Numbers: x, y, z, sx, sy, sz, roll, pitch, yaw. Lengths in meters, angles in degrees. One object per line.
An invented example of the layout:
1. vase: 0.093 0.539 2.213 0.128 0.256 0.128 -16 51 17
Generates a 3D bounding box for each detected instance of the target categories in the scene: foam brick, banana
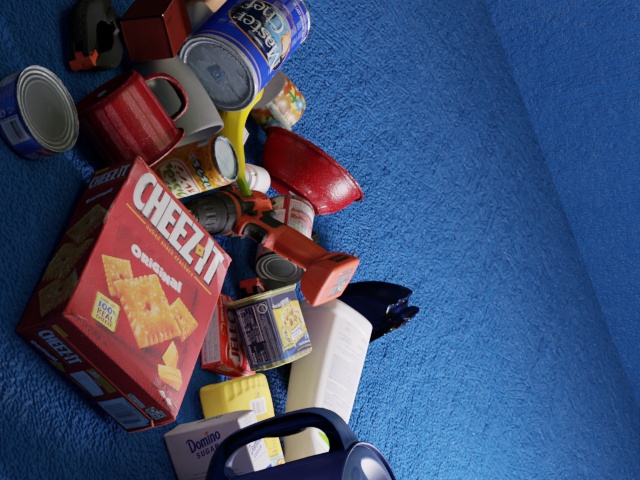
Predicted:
1. foam brick: -0.181 -0.238 1.181 0.078 0.051 0.053 -73 156 -55
2. banana: -0.101 -0.142 1.294 0.069 0.037 0.197 61 26 -45

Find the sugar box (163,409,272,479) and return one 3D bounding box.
1. sugar box: -0.087 0.266 1.090 0.048 0.093 0.176 -19 92 -67

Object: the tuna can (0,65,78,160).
1. tuna can: -0.270 -0.120 1.011 0.086 0.034 0.086 44 37 -48

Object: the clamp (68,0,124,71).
1. clamp: -0.238 -0.246 1.155 0.120 0.039 0.171 61 23 -26

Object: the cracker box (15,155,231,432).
1. cracker box: -0.179 0.049 1.029 0.164 0.072 0.213 51 37 -32

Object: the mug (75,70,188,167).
1. mug: -0.191 -0.127 1.100 0.081 0.117 0.093 57 -11 -23

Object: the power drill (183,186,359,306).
1. power drill: -0.058 0.002 1.246 0.188 0.057 0.184 35 19 16

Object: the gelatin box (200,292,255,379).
1. gelatin box: -0.107 0.110 1.224 0.073 0.030 0.089 33 46 -56

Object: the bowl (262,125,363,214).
1. bowl: -0.023 -0.083 1.434 0.055 0.162 0.162 -55 137 -12

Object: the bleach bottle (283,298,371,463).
1. bleach bottle: -0.006 0.202 1.302 0.102 0.068 0.250 37 58 -43

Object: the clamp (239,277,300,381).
1. clamp: -0.035 0.112 1.366 0.210 0.036 0.164 58 34 -31

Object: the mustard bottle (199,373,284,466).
1. mustard bottle: -0.076 0.246 1.170 0.096 0.058 0.191 0 75 -64

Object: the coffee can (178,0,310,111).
1. coffee can: -0.088 -0.234 1.261 0.102 0.103 0.140 60 45 -29

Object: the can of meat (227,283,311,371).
1. can of meat: -0.055 0.100 1.233 0.102 0.058 0.084 -12 84 -68

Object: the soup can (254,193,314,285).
1. soup can: -0.046 -0.001 1.381 0.068 0.069 0.102 52 32 -40

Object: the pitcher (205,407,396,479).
1. pitcher: -0.053 0.261 0.981 0.145 0.243 0.149 53 31 -38
